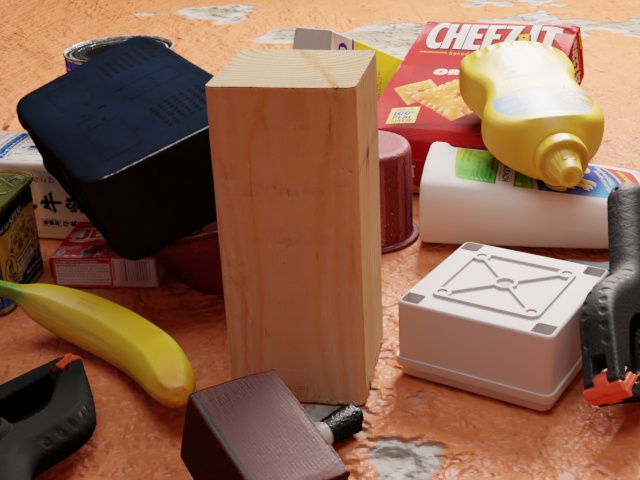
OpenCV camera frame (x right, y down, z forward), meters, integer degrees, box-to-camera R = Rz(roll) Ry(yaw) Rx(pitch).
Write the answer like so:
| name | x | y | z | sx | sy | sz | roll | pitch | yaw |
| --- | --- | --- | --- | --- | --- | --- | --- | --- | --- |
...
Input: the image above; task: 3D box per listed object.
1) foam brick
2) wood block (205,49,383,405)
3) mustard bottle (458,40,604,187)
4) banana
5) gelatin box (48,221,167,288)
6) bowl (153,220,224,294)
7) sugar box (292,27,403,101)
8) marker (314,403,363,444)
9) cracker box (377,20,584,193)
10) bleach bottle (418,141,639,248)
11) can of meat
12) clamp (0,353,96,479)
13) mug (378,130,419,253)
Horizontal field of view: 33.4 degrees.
| name | x | y | z | sx | sy | sz | roll | pitch | yaw |
| --- | --- | --- | --- | --- | --- | --- | --- | --- | --- |
| foam brick | -0.031 | 0.116 | 0.556 | 0.051 | 0.053 | 0.078 | -16 | 49 | -32 |
| wood block | -0.011 | -0.009 | 0.675 | 0.090 | 0.206 | 0.090 | 2 | 24 | 11 |
| mustard bottle | 0.177 | -0.100 | 0.868 | 0.096 | 0.058 | 0.191 | -4 | 34 | -4 |
| banana | -0.141 | 0.069 | 0.713 | 0.198 | 0.037 | 0.069 | 20 | 16 | 35 |
| gelatin box | -0.166 | 0.010 | 0.867 | 0.089 | 0.030 | 0.073 | 1 | 24 | 7 |
| bowl | -0.055 | 0.001 | 0.813 | 0.162 | 0.055 | 0.162 | -14 | 10 | 3 |
| sugar box | 0.030 | -0.145 | 1.040 | 0.048 | 0.093 | 0.176 | 11 | 5 | 27 |
| marker | -0.021 | 0.123 | 0.609 | 0.120 | 0.020 | 0.020 | -22 | 30 | -36 |
| cracker box | 0.149 | -0.131 | 1.029 | 0.164 | 0.072 | 0.213 | 8 | 44 | 24 |
| bleach bottle | 0.211 | -0.031 | 0.877 | 0.251 | 0.068 | 0.102 | 4 | 28 | 11 |
| can of meat | -0.257 | 0.001 | 0.831 | 0.057 | 0.084 | 0.102 | 0 | 24 | 7 |
| clamp | -0.181 | 0.123 | 0.598 | 0.165 | 0.036 | 0.209 | 0 | 21 | 27 |
| mug | 0.025 | -0.044 | 0.901 | 0.117 | 0.081 | 0.093 | 2 | 25 | 11 |
